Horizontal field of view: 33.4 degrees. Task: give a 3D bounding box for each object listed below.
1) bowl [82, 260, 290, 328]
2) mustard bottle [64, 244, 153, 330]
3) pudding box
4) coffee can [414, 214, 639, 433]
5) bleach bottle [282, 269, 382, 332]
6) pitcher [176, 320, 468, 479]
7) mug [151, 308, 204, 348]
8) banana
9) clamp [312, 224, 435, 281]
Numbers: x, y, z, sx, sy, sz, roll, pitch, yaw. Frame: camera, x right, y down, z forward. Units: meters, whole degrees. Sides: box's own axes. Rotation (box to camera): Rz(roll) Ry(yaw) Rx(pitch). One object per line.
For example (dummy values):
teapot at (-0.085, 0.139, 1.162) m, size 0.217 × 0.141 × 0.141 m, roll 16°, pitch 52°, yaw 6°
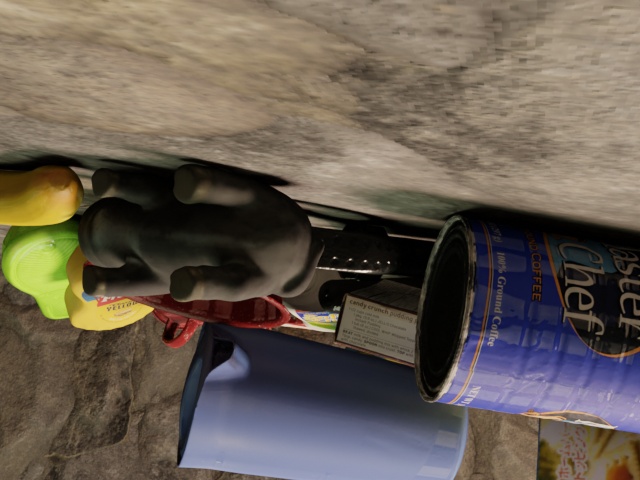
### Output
bowl at (-0.096, 0.018, 0.819) m, size 0.162 × 0.055 × 0.162 m, roll 12°, pitch 163°, yaw 4°
mustard bottle at (-0.189, 0.027, 0.997) m, size 0.096 × 0.058 × 0.192 m, roll -14°, pitch 162°, yaw -19°
pudding box at (0.075, 0.059, 0.690) m, size 0.114 × 0.039 × 0.090 m, roll 13°, pitch -171°, yaw 18°
coffee can at (0.132, 0.048, 0.581) m, size 0.140 × 0.103 × 0.103 m, roll 10°, pitch 175°, yaw -7°
bleach bottle at (-0.001, 0.048, 1.046) m, size 0.103 × 0.068 × 0.250 m, roll 1°, pitch 171°, yaw 15°
pitcher at (-0.003, 0.156, 0.944) m, size 0.242 × 0.145 × 0.149 m, roll 12°, pitch -172°, yaw -9°
mug at (-0.131, 0.057, 1.111) m, size 0.093 × 0.117 × 0.082 m, roll 33°, pitch 160°, yaw -25°
banana at (-0.203, -0.030, 0.677) m, size 0.198 × 0.037 × 0.069 m, roll 5°, pitch 175°, yaw 38°
clamp at (0.024, 0.008, 0.700) m, size 0.171 × 0.039 × 0.120 m, roll 10°, pitch 171°, yaw -42°
